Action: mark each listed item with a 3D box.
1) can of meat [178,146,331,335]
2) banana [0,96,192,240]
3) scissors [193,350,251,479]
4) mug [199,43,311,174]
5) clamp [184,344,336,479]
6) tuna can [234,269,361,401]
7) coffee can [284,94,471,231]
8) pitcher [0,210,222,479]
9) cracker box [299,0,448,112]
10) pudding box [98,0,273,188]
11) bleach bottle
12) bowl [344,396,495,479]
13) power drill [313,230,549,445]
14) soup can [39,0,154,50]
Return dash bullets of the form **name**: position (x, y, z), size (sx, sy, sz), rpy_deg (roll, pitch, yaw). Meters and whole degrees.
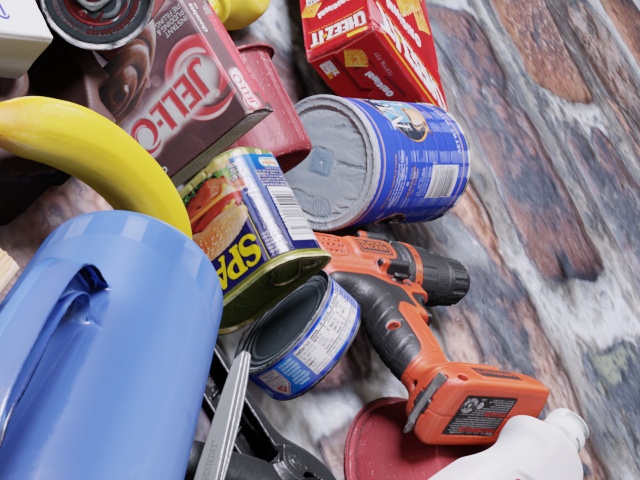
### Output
- **can of meat**: position (-0.054, 0.001, 0.687), size (0.057, 0.102, 0.084), rpy_deg (-2, 60, -52)
- **banana**: position (-0.119, -0.029, 0.612), size (0.197, 0.037, 0.069), rpy_deg (56, 35, -47)
- **scissors**: position (-0.082, 0.149, 0.536), size (0.016, 0.096, 0.202), rpy_deg (81, 5, -56)
- **mug**: position (-0.058, -0.082, 0.780), size (0.081, 0.093, 0.117), rpy_deg (64, -1, 6)
- **clamp**: position (-0.032, 0.134, 0.648), size (0.171, 0.039, 0.120), rpy_deg (45, 25, -28)
- **tuna can**: position (-0.014, 0.062, 0.694), size (0.033, 0.086, 0.086), rpy_deg (43, 35, -19)
- **coffee can**: position (0.042, -0.062, 0.855), size (0.140, 0.103, 0.103), rpy_deg (-6, 65, -52)
- **pitcher**: position (-0.119, 0.084, 0.498), size (0.145, 0.149, 0.242), rpy_deg (45, 30, -22)
- **cracker box**: position (0.048, -0.202, 0.979), size (0.164, 0.072, 0.213), rpy_deg (43, 31, -45)
- **pudding box**: position (-0.098, -0.091, 0.704), size (0.039, 0.114, 0.090), rpy_deg (-17, 74, -58)
- **bleach bottle**: position (0.087, 0.180, 0.654), size (0.250, 0.068, 0.102), rpy_deg (-38, 104, -36)
- **bowl**: position (0.093, 0.174, 0.751), size (0.162, 0.055, 0.162), rpy_deg (31, 40, -30)
- **power drill**: position (0.079, 0.066, 0.776), size (0.184, 0.057, 0.188), rpy_deg (7, 30, -39)
- **soup can**: position (-0.141, -0.169, 0.674), size (0.068, 0.068, 0.102), rpy_deg (34, 17, -26)
